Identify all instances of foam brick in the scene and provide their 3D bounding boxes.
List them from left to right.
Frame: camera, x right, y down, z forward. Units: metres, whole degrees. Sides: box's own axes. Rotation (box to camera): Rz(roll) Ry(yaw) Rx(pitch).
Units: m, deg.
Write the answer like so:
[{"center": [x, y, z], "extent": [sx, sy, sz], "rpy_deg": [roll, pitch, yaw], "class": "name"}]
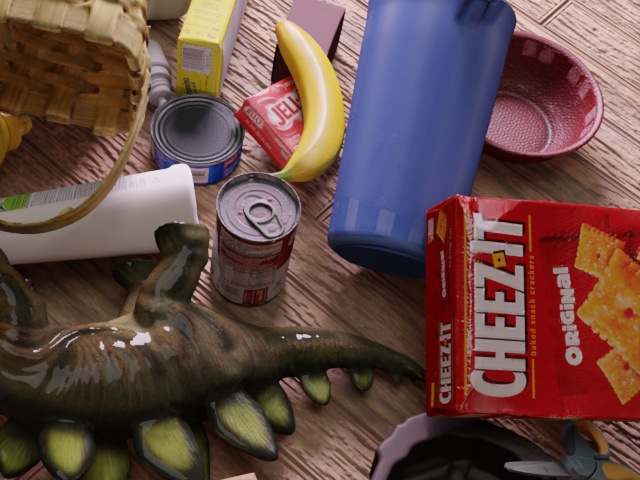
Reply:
[{"center": [-0.012, -0.194, 1.054], "extent": [0.053, 0.051, 0.078], "rpy_deg": [17, 55, 3], "class": "foam brick"}]

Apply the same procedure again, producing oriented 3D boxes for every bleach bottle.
[{"center": [-0.228, -0.012, 0.879], "extent": [0.250, 0.102, 0.068], "rpy_deg": [-8, 102, -7], "class": "bleach bottle"}]

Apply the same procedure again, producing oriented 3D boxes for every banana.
[{"center": [-0.010, -0.122, 0.954], "extent": [0.069, 0.037, 0.198], "rpy_deg": [19, 49, -22], "class": "banana"}]

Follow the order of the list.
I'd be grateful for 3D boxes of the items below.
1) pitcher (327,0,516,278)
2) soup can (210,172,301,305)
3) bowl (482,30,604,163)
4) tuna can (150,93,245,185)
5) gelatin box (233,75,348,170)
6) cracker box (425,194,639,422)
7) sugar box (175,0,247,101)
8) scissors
[{"center": [0.080, -0.094, 0.932], "extent": [0.145, 0.149, 0.243], "rpy_deg": [7, 76, 27], "class": "pitcher"}, {"center": [-0.056, 0.001, 0.882], "extent": [0.068, 0.102, 0.068], "rpy_deg": [4, 55, -7], "class": "soup can"}, {"center": [0.190, -0.129, 1.041], "extent": [0.162, 0.055, 0.162], "rpy_deg": [4, 55, -7], "class": "bowl"}, {"center": [-0.113, -0.092, 0.978], "extent": [0.086, 0.034, 0.086], "rpy_deg": [4, 55, -7], "class": "tuna can"}, {"center": [-0.025, -0.111, 0.985], "extent": [0.073, 0.030, 0.089], "rpy_deg": [50, 45, 6], "class": "gelatin box"}, {"center": [0.192, 0.056, 0.820], "extent": [0.213, 0.072, 0.164], "rpy_deg": [4, 77, -14], "class": "cracker box"}, {"center": [-0.100, -0.219, 1.032], "extent": [0.048, 0.093, 0.176], "rpy_deg": [11, 54, -3], "class": "sugar box"}, {"center": [0.183, 0.158, 0.803], "extent": [0.201, 0.016, 0.096], "rpy_deg": [26, 25, -37], "class": "scissors"}]
